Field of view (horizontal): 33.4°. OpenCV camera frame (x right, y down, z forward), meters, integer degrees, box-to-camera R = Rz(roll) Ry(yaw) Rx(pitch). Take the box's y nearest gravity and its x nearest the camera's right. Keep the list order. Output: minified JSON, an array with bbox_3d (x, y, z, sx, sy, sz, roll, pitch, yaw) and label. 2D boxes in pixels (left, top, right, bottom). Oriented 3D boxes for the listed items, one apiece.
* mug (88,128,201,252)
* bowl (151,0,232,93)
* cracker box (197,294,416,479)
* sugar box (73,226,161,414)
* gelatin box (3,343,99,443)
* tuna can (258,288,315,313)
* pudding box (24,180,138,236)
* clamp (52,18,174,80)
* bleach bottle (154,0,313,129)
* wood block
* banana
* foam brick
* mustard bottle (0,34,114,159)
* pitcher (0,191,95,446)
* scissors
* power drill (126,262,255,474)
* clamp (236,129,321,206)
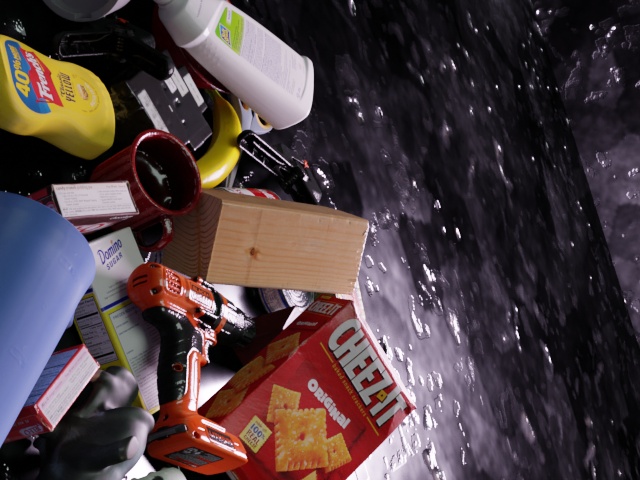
[{"bbox_3d":[-0.180,-0.045,1.091,0.093,0.082,0.117,-3,74,-52],"label":"mug"},{"bbox_3d":[-0.155,-0.246,1.295,0.162,0.055,0.162,38,43,-47],"label":"bowl"},{"bbox_3d":[-0.014,0.189,1.170,0.213,0.072,0.164,-41,114,-24],"label":"cracker box"},{"bbox_3d":[-0.193,0.082,1.044,0.093,0.048,0.176,-29,97,-63],"label":"sugar box"},{"bbox_3d":[-0.239,0.131,0.901,0.030,0.073,0.089,60,30,-21],"label":"gelatin box"},{"bbox_3d":[-0.042,0.059,1.341,0.086,0.034,0.086,38,43,-47],"label":"tuna can"},{"bbox_3d":[-0.237,-0.023,0.978,0.113,0.090,0.039,-14,86,-62],"label":"pudding box"},{"bbox_3d":[-0.204,-0.203,1.120,0.120,0.039,0.171,20,20,-6],"label":"clamp"},{"bbox_3d":[-0.106,-0.233,1.249,0.250,0.068,0.102,36,44,-44],"label":"bleach bottle"},{"bbox_3d":[-0.057,0.001,1.175,0.205,0.090,0.091,7,98,-41],"label":"wood block"},{"bbox_3d":[-0.131,-0.109,1.281,0.069,0.037,0.197,25,42,-13],"label":"banana"},{"bbox_3d":[-0.054,0.117,1.238,0.053,0.078,0.051,62,31,-19],"label":"foam brick"},{"bbox_3d":[-0.280,-0.142,1.004,0.191,0.058,0.096,18,49,-56],"label":"mustard bottle"},{"bbox_3d":[-0.278,0.079,0.807,0.149,0.145,0.242,25,47,-9],"label":"pitcher"},{"bbox_3d":[-0.092,-0.130,1.382,0.096,0.016,0.201,37,44,-48],"label":"scissors"},{"bbox_3d":[-0.117,0.129,1.044,0.184,0.057,0.187,33,40,-50],"label":"power drill"},{"bbox_3d":[-0.031,-0.072,1.364,0.164,0.036,0.210,53,9,2],"label":"clamp"}]
